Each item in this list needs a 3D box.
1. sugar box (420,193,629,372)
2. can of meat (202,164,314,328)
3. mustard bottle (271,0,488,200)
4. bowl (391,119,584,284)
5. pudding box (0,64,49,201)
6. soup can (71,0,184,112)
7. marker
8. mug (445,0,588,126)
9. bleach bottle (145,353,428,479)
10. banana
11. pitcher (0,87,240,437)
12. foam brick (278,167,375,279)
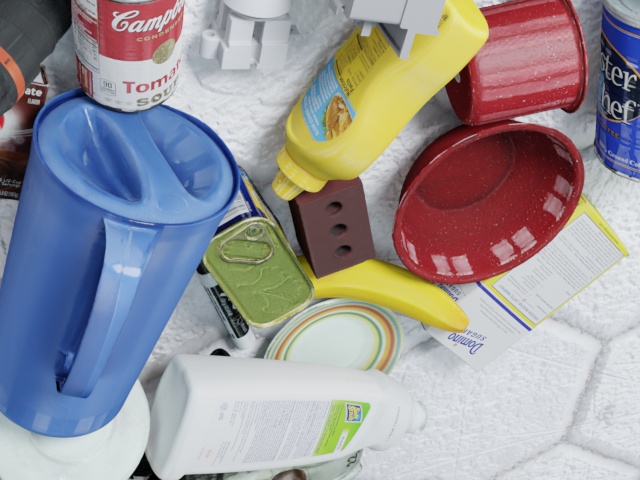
[{"bbox_3d":[0.175,0.033,0.939,0.176,0.048,0.093,-38,130,15],"label":"sugar box"},{"bbox_3d":[-0.055,0.001,0.794,0.057,0.084,0.102,-30,132,3],"label":"can of meat"},{"bbox_3d":[0.029,-0.099,0.737,0.058,0.096,0.192,26,120,-32],"label":"mustard bottle"},{"bbox_3d":[0.124,-0.041,0.847,0.162,0.055,0.162,-12,134,-12],"label":"bowl"},{"bbox_3d":[-0.240,-0.078,0.687,0.113,0.039,0.090,6,123,-26],"label":"pudding box"},{"bbox_3d":[-0.117,-0.135,0.652,0.068,0.068,0.102,-9,150,-16],"label":"soup can"},{"bbox_3d":[-0.081,0.044,0.861,0.020,0.020,0.121,-25,131,-2],"label":"marker"},{"bbox_3d":[0.132,-0.140,0.763,0.081,0.093,0.117,-13,99,-6],"label":"mug"},{"bbox_3d":[-0.018,0.153,0.911,0.250,0.068,0.103,8,115,-32],"label":"bleach bottle"},{"bbox_3d":[0.030,0.043,0.874,0.197,0.069,0.037,3,157,-24],"label":"banana"},{"bbox_3d":[-0.156,0.032,0.729,0.149,0.145,0.243,-28,153,-48],"label":"pitcher"},{"bbox_3d":[0.006,-0.021,0.822,0.053,0.051,0.078,-20,131,-7],"label":"foam brick"}]
